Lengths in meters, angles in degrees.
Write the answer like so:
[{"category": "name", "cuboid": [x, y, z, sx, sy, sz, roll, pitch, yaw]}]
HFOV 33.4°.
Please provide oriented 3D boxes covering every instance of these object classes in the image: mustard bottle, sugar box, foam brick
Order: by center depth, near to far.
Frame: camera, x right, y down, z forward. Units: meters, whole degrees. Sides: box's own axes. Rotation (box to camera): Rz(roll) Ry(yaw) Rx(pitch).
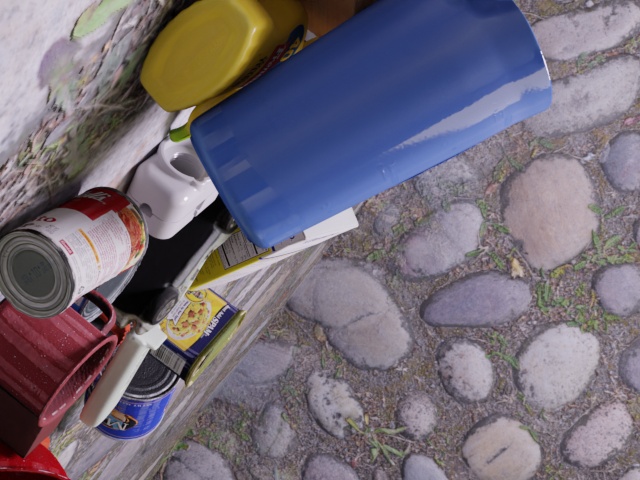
[{"category": "mustard bottle", "cuboid": [-0.058, -0.149, 0.805, 0.096, 0.058, 0.191, -41, 180, 22]}, {"category": "foam brick", "cuboid": [-0.258, 0.134, 0.907, 0.051, 0.078, 0.053, -56, 175, 31]}, {"category": "sugar box", "cuboid": [-0.057, 0.001, 1.098, 0.177, 0.048, 0.093, -26, 173, 37]}]

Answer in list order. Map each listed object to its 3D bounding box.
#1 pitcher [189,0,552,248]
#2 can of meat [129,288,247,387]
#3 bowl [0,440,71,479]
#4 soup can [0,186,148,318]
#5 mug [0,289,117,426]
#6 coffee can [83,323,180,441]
[{"category": "pitcher", "cuboid": [0.036, -0.091, 0.779, 0.243, 0.149, 0.145, -30, -165, 0]}, {"category": "can of meat", "cuboid": [-0.142, 0.091, 1.136, 0.102, 0.084, 0.058, -49, 172, -39]}, {"category": "bowl", "cuboid": [-0.298, 0.212, 0.951, 0.162, 0.055, 0.162, -10, 148, -6]}, {"category": "soup can", "cuboid": [-0.179, 0.008, 0.772, 0.069, 0.068, 0.102, -55, 174, 29]}, {"category": "mug", "cuboid": [-0.218, 0.081, 0.865, 0.117, 0.081, 0.093, -48, 174, -33]}, {"category": "coffee can", "cuboid": [-0.228, 0.172, 1.293, 0.102, 0.103, 0.140, -48, 174, -34]}]
